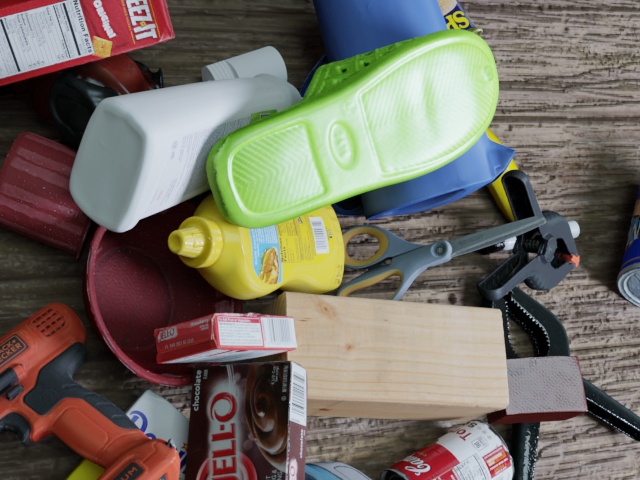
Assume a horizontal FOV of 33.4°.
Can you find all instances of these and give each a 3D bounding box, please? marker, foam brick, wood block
[{"bbox_3d":[0.209,-0.003,1.082,0.120,0.020,0.020,-10,76,-25],"label":"marker"},{"bbox_3d":[0.194,0.136,0.972,0.078,0.051,0.053,-1,71,-9],"label":"foam brick"},{"bbox_3d":[0.052,0.106,0.939,0.205,0.091,0.090,6,70,-21],"label":"wood block"}]

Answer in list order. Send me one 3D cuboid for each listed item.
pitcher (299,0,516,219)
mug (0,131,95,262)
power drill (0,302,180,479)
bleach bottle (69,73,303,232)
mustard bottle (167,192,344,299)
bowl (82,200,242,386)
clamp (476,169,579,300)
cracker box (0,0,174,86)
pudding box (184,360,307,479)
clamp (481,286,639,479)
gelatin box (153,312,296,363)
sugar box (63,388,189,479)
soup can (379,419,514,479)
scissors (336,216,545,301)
[{"bbox_3d":[0.063,-0.144,0.995,0.149,0.145,0.243,-15,87,-32],"label":"pitcher"},{"bbox_3d":[-0.220,-0.047,0.888,0.081,0.093,0.117,22,42,-9],"label":"mug"},{"bbox_3d":[-0.213,0.152,0.800,0.188,0.057,0.184,39,62,21],"label":"power drill"},{"bbox_3d":[-0.090,-0.084,0.886,0.068,0.103,0.250,37,30,19],"label":"bleach bottle"},{"bbox_3d":[-0.056,0.001,0.902,0.191,0.058,0.096,0,77,-55],"label":"mustard bottle"},{"bbox_3d":[-0.141,0.043,0.884,0.161,0.055,0.162,17,66,-44],"label":"bowl"},{"bbox_3d":[0.204,-0.004,1.020,0.171,0.039,0.120,0,105,-56],"label":"clamp"},{"bbox_3d":[-0.242,-0.200,0.862,0.213,0.072,0.164,-17,42,-8],"label":"cracker box"},{"bbox_3d":[-0.057,0.153,0.831,0.039,0.090,0.113,39,49,-58],"label":"pudding box"},{"bbox_3d":[0.204,0.138,1.021,0.164,0.036,0.210,-28,82,-26],"label":"clamp"},{"bbox_3d":[-0.075,0.078,0.846,0.089,0.073,0.030,7,72,-46],"label":"gelatin box"},{"bbox_3d":[-0.161,0.211,0.841,0.093,0.048,0.176,42,63,-4],"label":"sugar box"},{"bbox_3d":[0.112,0.209,0.941,0.102,0.069,0.068,-24,82,-28],"label":"soup can"},{"bbox_3d":[0.095,-0.001,0.975,0.202,0.016,0.096,-32,63,9],"label":"scissors"}]
